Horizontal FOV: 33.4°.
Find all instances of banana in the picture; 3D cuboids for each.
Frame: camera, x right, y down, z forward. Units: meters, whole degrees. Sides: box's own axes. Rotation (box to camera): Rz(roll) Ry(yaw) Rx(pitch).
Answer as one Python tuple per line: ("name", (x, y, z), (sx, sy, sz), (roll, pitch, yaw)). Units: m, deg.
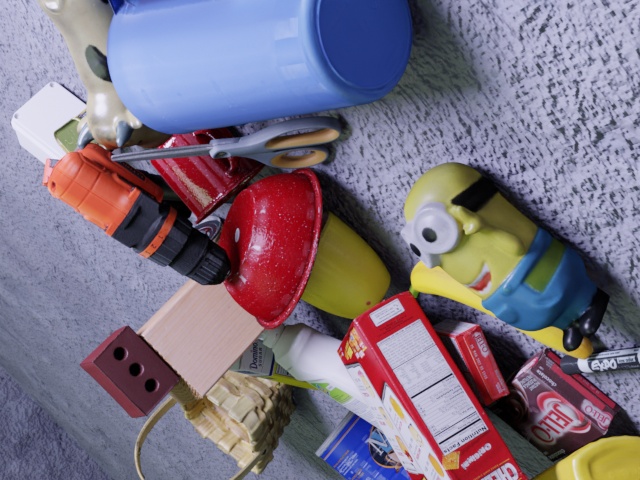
("banana", (0.151, 0.052, 0.956), (0.198, 0.037, 0.069), (22, 165, 39))

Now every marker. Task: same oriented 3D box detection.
("marker", (0.247, 0.103, 0.913), (0.020, 0.020, 0.121), (48, 154, -10))

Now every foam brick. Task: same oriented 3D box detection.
("foam brick", (-0.189, 0.130, 1.057), (0.078, 0.053, 0.051), (47, 154, -9))

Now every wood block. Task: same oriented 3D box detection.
("wood block", (-0.099, 0.066, 1.133), (0.091, 0.205, 0.090), (46, 154, -6))

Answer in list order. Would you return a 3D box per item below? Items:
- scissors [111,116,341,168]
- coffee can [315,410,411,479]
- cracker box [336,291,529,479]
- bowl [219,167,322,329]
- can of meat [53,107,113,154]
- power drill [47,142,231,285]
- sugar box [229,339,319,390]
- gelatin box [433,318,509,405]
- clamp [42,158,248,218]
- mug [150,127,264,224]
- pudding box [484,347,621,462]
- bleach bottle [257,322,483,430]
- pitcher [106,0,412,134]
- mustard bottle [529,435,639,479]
("scissors", (-0.077, -0.077, 0.964), (0.202, 0.016, 0.096), (-11, 161, 8))
("coffee can", (0.079, 0.266, 1.305), (0.140, 0.102, 0.103), (39, 154, 7))
("cracker box", (0.104, 0.167, 1.039), (0.214, 0.072, 0.164), (58, 167, 12))
("bowl", (-0.057, 0.001, 1.023), (0.055, 0.162, 0.162), (14, 164, -23))
("can of meat", (-0.233, -0.129, 1.164), (0.057, 0.083, 0.102), (50, 154, -14))
("power drill", (-0.176, -0.030, 1.018), (0.184, 0.057, 0.188), (36, 179, -20))
("sugar box", (-0.040, 0.146, 1.257), (0.176, 0.048, 0.094), (14, 170, -31))
("gelatin box", (0.141, 0.115, 1.026), (0.073, 0.030, 0.089), (66, 167, -5))
("clamp", (-0.192, -0.058, 1.158), (0.209, 0.036, 0.165), (11, 168, -36))
("mug", (-0.113, -0.079, 1.065), (0.081, 0.093, 0.117), (49, 157, -2))
("pudding box", (0.218, 0.158, 1.014), (0.090, 0.039, 0.114), (40, 154, 6))
("bleach bottle", (0.048, 0.156, 1.165), (0.251, 0.068, 0.103), (30, 156, -3))
("pitcher", (-0.055, -0.158, 0.818), (0.243, 0.148, 0.145), (3, 99, 49))
("mustard bottle", (0.253, 0.239, 1.034), (0.192, 0.096, 0.058), (115, 146, -64))
